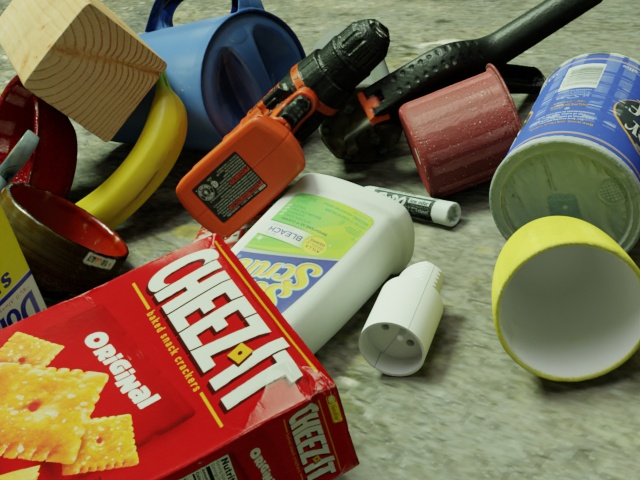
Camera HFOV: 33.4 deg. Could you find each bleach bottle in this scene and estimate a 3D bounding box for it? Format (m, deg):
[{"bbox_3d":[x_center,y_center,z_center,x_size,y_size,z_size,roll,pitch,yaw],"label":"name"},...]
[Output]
[{"bbox_3d":[-0.041,0.056,0.712,0.103,0.068,0.250,22,50,25],"label":"bleach bottle"}]

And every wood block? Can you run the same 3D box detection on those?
[{"bbox_3d":[-0.226,-0.179,0.978,0.090,0.090,0.206,-51,33,4],"label":"wood block"}]

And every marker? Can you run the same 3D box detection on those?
[{"bbox_3d":[0.060,-0.031,0.858,0.121,0.020,0.020,15,42,43],"label":"marker"}]

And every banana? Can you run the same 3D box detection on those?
[{"bbox_3d":[-0.175,-0.057,0.943,0.070,0.037,0.198,40,94,35],"label":"banana"}]

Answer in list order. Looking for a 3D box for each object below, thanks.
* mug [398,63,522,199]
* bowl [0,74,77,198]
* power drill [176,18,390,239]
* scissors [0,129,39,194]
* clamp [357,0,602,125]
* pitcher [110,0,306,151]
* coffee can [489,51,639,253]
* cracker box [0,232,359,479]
[{"bbox_3d":[0.114,-0.083,0.863,0.081,0.093,0.117,-21,-3,3],"label":"mug"},{"bbox_3d":[-0.271,-0.072,1.004,0.055,0.162,0.162,11,14,-33],"label":"bowl"},{"bbox_3d":[-0.028,-0.089,0.838,0.185,0.057,0.187,-41,9,28],"label":"power drill"},{"bbox_3d":[-0.298,-0.029,0.940,0.202,0.016,0.096,-38,24,46],"label":"scissors"},{"bbox_3d":[0.133,-0.148,0.891,0.209,0.165,0.036,-19,71,-20],"label":"clamp"},{"bbox_3d":[-0.135,-0.160,1.045,0.243,0.145,0.149,6,57,45],"label":"pitcher"},{"bbox_3d":[0.187,-0.058,0.754,0.103,0.103,0.140,0,33,27],"label":"coffee can"},{"bbox_3d":[-0.113,0.098,0.575,0.213,0.072,0.164,-26,39,-14],"label":"cracker box"}]
